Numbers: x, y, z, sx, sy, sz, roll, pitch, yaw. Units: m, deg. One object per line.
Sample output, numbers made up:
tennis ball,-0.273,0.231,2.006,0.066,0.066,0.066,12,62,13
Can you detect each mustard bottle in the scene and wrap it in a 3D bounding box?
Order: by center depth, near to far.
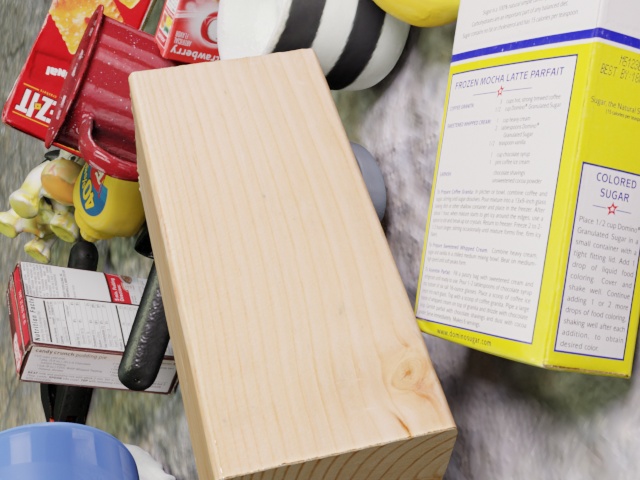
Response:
mustard bottle,-0.147,-0.059,0.820,0.192,0.058,0.096,-51,38,44

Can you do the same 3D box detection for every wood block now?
wood block,-0.021,0.022,0.465,0.090,0.090,0.206,96,160,-52

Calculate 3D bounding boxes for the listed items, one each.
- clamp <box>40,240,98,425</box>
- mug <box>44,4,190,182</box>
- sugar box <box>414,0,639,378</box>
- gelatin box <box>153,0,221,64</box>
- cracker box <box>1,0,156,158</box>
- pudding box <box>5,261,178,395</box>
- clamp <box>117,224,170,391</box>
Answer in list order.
clamp,-0.232,0.091,0.956,0.120,0.039,0.171,-17,68,63
mug,-0.113,-0.078,0.645,0.093,0.081,0.117,-56,23,34
sugar box,0.085,-0.044,0.400,0.093,0.048,0.176,9,87,64
gelatin box,-0.043,-0.134,0.615,0.030,0.089,0.073,56,131,50
cracker box,-0.157,-0.184,0.784,0.214,0.072,0.164,-64,14,12
pudding box,-0.159,0.062,0.751,0.039,0.113,0.090,-64,32,30
clamp,-0.087,-0.026,0.708,0.164,0.036,0.210,-107,39,-62
